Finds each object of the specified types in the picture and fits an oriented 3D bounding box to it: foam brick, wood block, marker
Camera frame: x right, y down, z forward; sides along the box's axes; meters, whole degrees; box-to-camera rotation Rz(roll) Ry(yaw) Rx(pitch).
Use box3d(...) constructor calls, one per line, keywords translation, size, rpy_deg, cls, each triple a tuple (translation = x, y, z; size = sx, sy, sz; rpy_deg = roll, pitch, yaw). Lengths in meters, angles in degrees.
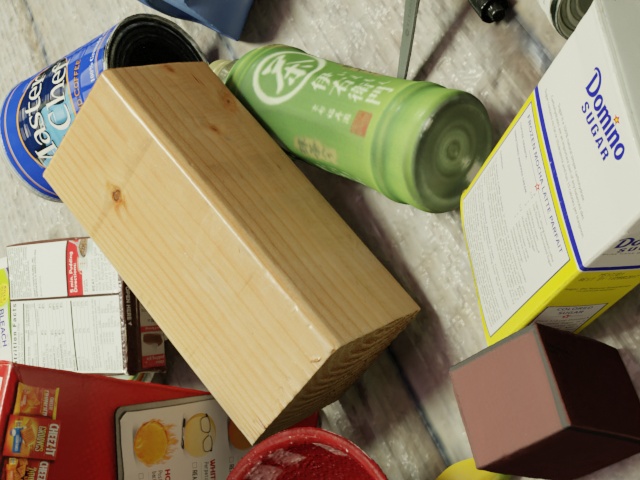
box3d(translation=(0.108, 0.077, 0.500), size=(0.051, 0.078, 0.053), rpy_deg=(-35, 53, 33), cls="foam brick")
box3d(translation=(-0.054, 0.001, 0.616), size=(0.206, 0.090, 0.091), rpy_deg=(49, 123, 16), cls="wood block")
box3d(translation=(0.078, -0.170, 0.643), size=(0.020, 0.020, 0.121), rpy_deg=(-48, 50, 23), cls="marker")

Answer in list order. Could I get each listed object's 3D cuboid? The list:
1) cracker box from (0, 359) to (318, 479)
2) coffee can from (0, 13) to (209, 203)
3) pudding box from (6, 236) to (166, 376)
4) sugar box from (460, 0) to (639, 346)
box3d(translation=(-0.108, 0.160, 0.589), size=(0.072, 0.213, 0.164), rpy_deg=(-2, 76, 46), cls="cracker box")
box3d(translation=(-0.160, -0.095, 0.794), size=(0.141, 0.102, 0.103), rpy_deg=(-18, 66, 40), cls="coffee can")
box3d(translation=(-0.152, 0.042, 0.686), size=(0.114, 0.039, 0.090), rpy_deg=(-5, 88, 37), cls="pudding box")
box3d(translation=(0.116, -0.020, 0.482), size=(0.176, 0.048, 0.093), rpy_deg=(120, 145, -63), cls="sugar box")
